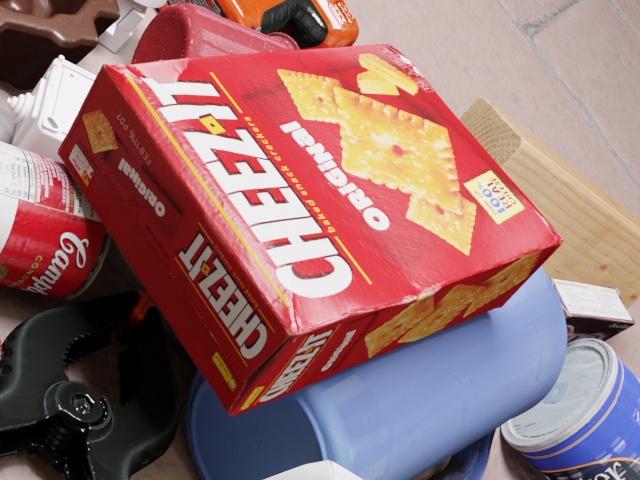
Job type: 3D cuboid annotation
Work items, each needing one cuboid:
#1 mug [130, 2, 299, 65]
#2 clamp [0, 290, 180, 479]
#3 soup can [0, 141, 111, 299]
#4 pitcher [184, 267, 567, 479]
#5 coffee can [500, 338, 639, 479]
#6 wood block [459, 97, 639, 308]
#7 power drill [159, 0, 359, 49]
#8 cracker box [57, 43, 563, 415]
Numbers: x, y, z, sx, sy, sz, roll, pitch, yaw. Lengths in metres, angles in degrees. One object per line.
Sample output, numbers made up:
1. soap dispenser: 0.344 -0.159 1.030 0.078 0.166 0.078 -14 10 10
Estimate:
1. mug: -0.073 -0.112 0.693 0.081 0.093 0.117 15 47 -37
2. clamp: -0.127 0.084 0.490 0.164 0.036 0.210 31 31 -14
3. soup can: -0.161 -0.014 0.517 0.102 0.069 0.068 18 48 -41
4. pitcher: 0.039 0.090 0.630 0.149 0.145 0.242 50 36 16
5. coffee can: 0.219 0.157 0.797 0.140 0.103 0.102 44 35 -15
6. wood block: 0.192 -0.021 0.912 0.205 0.090 0.091 31 18 -30
7. power drill: -0.061 -0.213 0.822 0.184 0.057 0.187 55 34 1
8. cracker box: 0.002 -0.022 0.549 0.213 0.072 0.164 -14 60 -45
